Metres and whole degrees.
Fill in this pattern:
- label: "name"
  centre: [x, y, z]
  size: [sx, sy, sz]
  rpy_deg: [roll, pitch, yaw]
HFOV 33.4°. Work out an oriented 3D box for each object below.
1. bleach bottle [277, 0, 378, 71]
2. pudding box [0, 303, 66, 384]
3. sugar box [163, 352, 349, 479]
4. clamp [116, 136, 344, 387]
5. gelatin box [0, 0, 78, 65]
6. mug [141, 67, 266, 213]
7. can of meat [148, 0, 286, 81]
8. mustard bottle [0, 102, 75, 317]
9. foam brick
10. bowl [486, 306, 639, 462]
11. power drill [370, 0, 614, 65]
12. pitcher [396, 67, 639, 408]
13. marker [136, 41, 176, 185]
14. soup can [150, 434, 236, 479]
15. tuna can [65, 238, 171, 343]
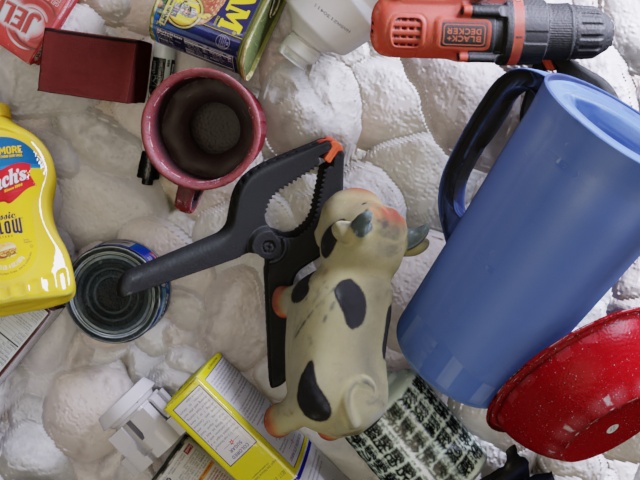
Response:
- label: "bleach bottle"
  centre: [0.046, -0.245, 0.826]
  size: [0.102, 0.068, 0.251]
  rpy_deg: [38, 102, -2]
- label: "pudding box"
  centre: [-0.289, 0.069, 0.914]
  size: [0.090, 0.039, 0.113]
  rpy_deg: [41, 101, -1]
- label: "sugar box"
  centre: [-0.044, 0.174, 0.875]
  size: [0.048, 0.093, 0.176]
  rpy_deg: [-43, 91, 10]
- label: "clamp"
  centre: [-0.056, 0.001, 0.869]
  size: [0.164, 0.036, 0.210]
  rpy_deg: [26, 98, -18]
- label: "gelatin box"
  centre: [-0.253, -0.198, 0.878]
  size: [0.089, 0.030, 0.073]
  rpy_deg: [35, 100, 1]
- label: "mug"
  centre: [-0.091, -0.078, 0.852]
  size: [0.093, 0.081, 0.117]
  rpy_deg: [15, 99, 3]
- label: "can of meat"
  centre: [-0.077, -0.188, 0.838]
  size: [0.084, 0.057, 0.102]
  rpy_deg: [22, 75, 6]
- label: "mustard bottle"
  centre: [-0.263, -0.037, 0.872]
  size: [0.096, 0.058, 0.191]
  rpy_deg: [-11, 78, -10]
- label: "foam brick"
  centre: [-0.182, -0.141, 0.867]
  size: [0.078, 0.053, 0.051]
  rpy_deg: [9, 98, 5]
- label: "bowl"
  centre: [0.209, 0.120, 0.808]
  size: [0.162, 0.162, 0.055]
  rpy_deg: [-34, 58, 9]
- label: "power drill"
  centre: [0.132, -0.220, 0.775]
  size: [0.184, 0.057, 0.188]
  rpy_deg: [0, 111, -5]
- label: "pitcher"
  centre: [0.154, 0.000, 0.800]
  size: [0.145, 0.149, 0.243]
  rpy_deg: [27, 117, -11]
- label: "marker"
  centre: [-0.136, -0.106, 0.884]
  size: [0.020, 0.020, 0.121]
  rpy_deg: [10, 99, 4]
- label: "soup can"
  centre: [-0.093, 0.220, 0.899]
  size: [0.102, 0.068, 0.068]
  rpy_deg: [36, 99, 0]
- label: "tuna can"
  centre: [-0.171, 0.043, 0.900]
  size: [0.086, 0.033, 0.086]
  rpy_deg: [1, 98, 6]
